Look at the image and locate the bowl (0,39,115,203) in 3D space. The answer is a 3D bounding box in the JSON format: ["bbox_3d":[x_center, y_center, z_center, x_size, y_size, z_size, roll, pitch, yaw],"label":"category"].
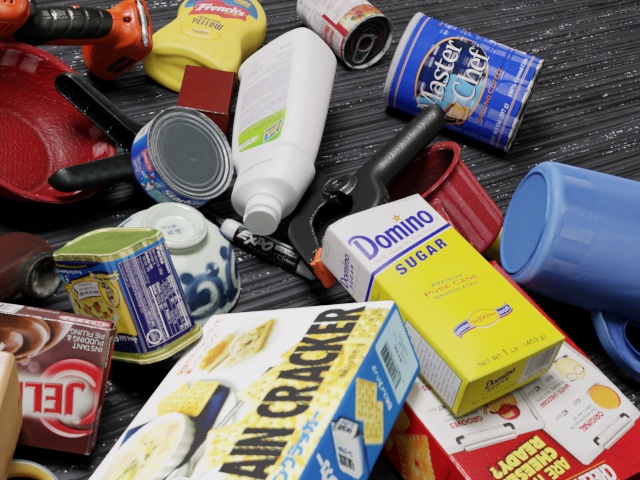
[{"bbox_3d":[-0.259,-0.091,0.920,0.161,0.055,0.162,26,46,-31],"label":"bowl"}]

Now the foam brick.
[{"bbox_3d":[-0.112,-0.126,1.031,0.051,0.053,0.078,9,41,-6],"label":"foam brick"}]

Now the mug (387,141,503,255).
[{"bbox_3d":[0.107,-0.022,0.925,0.081,0.093,0.117,49,9,-20],"label":"mug"}]

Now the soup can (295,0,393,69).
[{"bbox_3d":[0.026,-0.248,1.198,0.068,0.069,0.102,-17,48,-31],"label":"soup can"}]

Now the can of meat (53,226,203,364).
[{"bbox_3d":[-0.143,0.038,0.779,0.102,0.084,0.057,0,23,47],"label":"can of meat"}]

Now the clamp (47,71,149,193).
[{"bbox_3d":[-0.163,-0.085,0.939,0.171,0.039,0.120,10,62,-38],"label":"clamp"}]

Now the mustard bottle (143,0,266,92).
[{"bbox_3d":[-0.110,-0.225,1.141,0.096,0.058,0.191,15,40,9],"label":"mustard bottle"}]

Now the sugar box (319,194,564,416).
[{"bbox_3d":[0.086,0.041,0.791,0.093,0.048,0.176,-19,51,-30],"label":"sugar box"}]

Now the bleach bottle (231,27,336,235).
[{"bbox_3d":[-0.043,-0.093,0.980,0.068,0.103,0.250,43,34,-27],"label":"bleach bottle"}]

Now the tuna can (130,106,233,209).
[{"bbox_3d":[-0.119,-0.069,0.914,0.086,0.034,0.086,19,58,-34],"label":"tuna can"}]

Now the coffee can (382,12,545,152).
[{"bbox_3d":[0.148,-0.165,1.111,0.140,0.103,0.102,23,41,10],"label":"coffee can"}]

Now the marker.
[{"bbox_3d":[-0.056,0.001,0.929,0.121,0.020,0.020,25,42,13],"label":"marker"}]

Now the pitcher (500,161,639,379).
[{"bbox_3d":[0.278,0.026,0.894,0.242,0.145,0.149,15,34,-11],"label":"pitcher"}]

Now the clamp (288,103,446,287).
[{"bbox_3d":[0.031,-0.042,0.919,0.165,0.036,0.210,-21,31,21],"label":"clamp"}]

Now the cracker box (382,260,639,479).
[{"bbox_3d":[0.126,0.125,0.800,0.163,0.072,0.214,-17,50,-30],"label":"cracker box"}]

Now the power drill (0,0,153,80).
[{"bbox_3d":[-0.268,-0.188,1.008,0.187,0.185,0.057,-5,81,-40],"label":"power drill"}]

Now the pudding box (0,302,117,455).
[{"bbox_3d":[-0.203,0.091,0.730,0.113,0.090,0.039,10,5,-2],"label":"pudding box"}]
